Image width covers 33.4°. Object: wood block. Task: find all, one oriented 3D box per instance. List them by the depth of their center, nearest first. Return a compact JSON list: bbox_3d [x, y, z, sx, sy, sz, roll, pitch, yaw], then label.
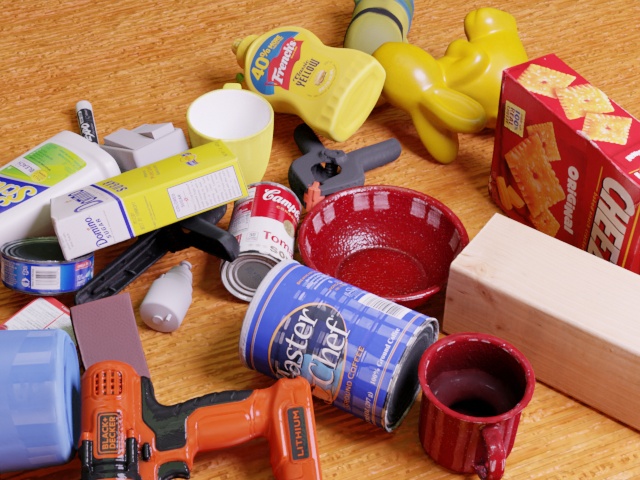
[{"bbox_3d":[0.221,0.071,0.940,0.206,0.090,0.090,26,48,25],"label":"wood block"}]

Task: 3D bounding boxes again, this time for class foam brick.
[{"bbox_3d":[-0.181,0.091,0.913,0.053,0.051,0.078,-13,80,-15],"label":"foam brick"}]

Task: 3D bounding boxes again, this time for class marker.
[{"bbox_3d":[-0.254,-0.113,1.177,0.020,0.020,0.121,-10,44,-12],"label":"marker"}]

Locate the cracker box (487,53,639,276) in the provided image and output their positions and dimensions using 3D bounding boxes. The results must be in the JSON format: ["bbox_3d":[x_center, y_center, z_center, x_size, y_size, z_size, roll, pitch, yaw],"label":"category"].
[{"bbox_3d":[0.249,-0.052,1.017,0.072,0.164,0.214,-20,47,-19],"label":"cracker box"}]

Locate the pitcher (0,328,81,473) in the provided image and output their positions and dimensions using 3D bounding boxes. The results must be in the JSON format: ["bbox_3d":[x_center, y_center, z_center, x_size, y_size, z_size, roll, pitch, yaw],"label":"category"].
[{"bbox_3d":[-0.314,0.142,0.831,0.242,0.149,0.145,-4,31,-6],"label":"pitcher"}]

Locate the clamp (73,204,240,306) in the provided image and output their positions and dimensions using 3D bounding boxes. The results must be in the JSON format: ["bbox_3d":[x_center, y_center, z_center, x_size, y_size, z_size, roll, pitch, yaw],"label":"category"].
[{"bbox_3d":[-0.148,-0.003,1.021,0.164,0.036,0.210,-22,23,8],"label":"clamp"}]

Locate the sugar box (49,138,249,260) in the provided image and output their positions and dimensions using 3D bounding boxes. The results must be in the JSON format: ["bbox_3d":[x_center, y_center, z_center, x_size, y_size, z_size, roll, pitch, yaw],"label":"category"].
[{"bbox_3d":[-0.162,-0.041,0.996,0.176,0.048,0.093,-18,20,-10],"label":"sugar box"}]

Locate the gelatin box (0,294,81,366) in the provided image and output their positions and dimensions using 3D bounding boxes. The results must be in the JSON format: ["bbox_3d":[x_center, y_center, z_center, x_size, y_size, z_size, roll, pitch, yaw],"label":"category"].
[{"bbox_3d":[-0.251,0.096,0.948,0.073,0.030,0.089,29,49,25],"label":"gelatin box"}]

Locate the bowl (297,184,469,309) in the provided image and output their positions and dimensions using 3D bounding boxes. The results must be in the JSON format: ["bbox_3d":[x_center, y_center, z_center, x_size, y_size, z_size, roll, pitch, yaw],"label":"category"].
[{"bbox_3d":[0.059,0.018,1.018,0.162,0.055,0.162,0,43,-1],"label":"bowl"}]

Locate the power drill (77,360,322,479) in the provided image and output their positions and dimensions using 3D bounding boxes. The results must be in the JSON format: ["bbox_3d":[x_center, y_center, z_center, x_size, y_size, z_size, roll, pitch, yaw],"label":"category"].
[{"bbox_3d":[-0.095,0.177,0.829,0.187,0.057,0.184,-2,62,-10],"label":"power drill"}]

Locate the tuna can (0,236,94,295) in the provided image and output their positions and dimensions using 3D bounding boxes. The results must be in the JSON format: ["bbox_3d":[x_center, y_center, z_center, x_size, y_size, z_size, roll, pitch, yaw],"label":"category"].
[{"bbox_3d":[-0.255,0.023,0.997,0.086,0.034,0.086,4,15,-1],"label":"tuna can"}]

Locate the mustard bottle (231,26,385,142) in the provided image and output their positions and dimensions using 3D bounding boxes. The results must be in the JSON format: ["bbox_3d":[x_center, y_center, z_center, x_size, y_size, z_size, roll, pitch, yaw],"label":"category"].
[{"bbox_3d":[-0.027,-0.183,1.164,0.192,0.058,0.096,30,87,35],"label":"mustard bottle"}]

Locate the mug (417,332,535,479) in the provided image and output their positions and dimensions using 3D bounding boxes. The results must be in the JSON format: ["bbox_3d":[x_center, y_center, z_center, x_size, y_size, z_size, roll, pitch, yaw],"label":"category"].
[{"bbox_3d":[0.126,0.144,0.865,0.093,0.081,0.117,-8,44,-10],"label":"mug"}]

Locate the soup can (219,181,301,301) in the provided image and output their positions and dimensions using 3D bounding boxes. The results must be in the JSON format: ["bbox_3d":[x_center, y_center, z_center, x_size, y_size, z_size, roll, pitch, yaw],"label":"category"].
[{"bbox_3d":[-0.057,0.001,1.023,0.068,0.068,0.102,4,42,3],"label":"soup can"}]

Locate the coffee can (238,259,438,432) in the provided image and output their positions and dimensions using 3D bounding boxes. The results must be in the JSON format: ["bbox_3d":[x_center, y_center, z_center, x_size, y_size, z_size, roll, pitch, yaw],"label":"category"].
[{"bbox_3d":[0.016,0.088,0.908,0.140,0.103,0.102,22,47,20],"label":"coffee can"}]

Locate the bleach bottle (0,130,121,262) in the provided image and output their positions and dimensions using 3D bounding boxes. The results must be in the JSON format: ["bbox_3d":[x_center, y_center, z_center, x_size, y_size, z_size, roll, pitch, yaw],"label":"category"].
[{"bbox_3d":[-0.319,-0.015,1.041,0.103,0.068,0.250,30,52,33],"label":"bleach bottle"}]

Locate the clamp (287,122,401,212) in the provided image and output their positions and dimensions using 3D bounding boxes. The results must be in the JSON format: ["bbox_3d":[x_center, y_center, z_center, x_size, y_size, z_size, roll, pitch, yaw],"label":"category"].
[{"bbox_3d":[0.004,-0.081,1.119,0.120,0.039,0.171,10,27,21],"label":"clamp"}]
